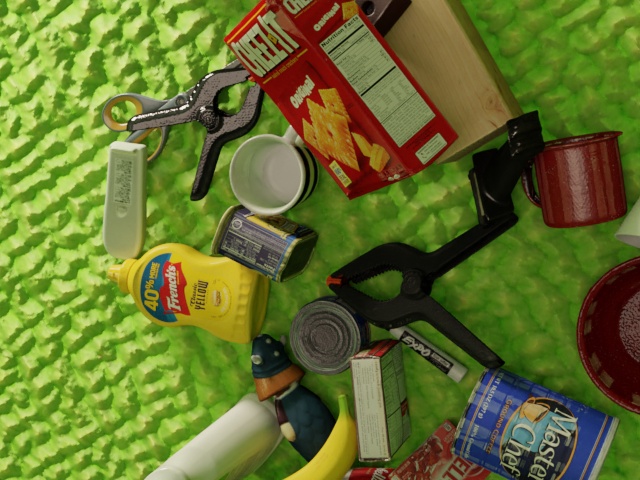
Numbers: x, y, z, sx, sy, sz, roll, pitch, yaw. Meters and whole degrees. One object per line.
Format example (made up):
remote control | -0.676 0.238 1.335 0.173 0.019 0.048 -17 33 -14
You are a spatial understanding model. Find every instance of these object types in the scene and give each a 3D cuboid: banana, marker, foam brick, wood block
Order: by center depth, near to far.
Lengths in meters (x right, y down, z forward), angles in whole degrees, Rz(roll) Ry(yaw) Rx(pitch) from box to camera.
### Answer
foam brick | 0.037 -0.235 1.025 0.078 0.051 0.053 42 109 11
wood block | 0.115 -0.189 1.079 0.091 0.090 0.206 -31 86 20
banana | -0.025 0.252 1.142 0.198 0.037 0.070 -41 71 5
marker | 0.105 0.111 1.152 0.121 0.020 0.020 35 106 13

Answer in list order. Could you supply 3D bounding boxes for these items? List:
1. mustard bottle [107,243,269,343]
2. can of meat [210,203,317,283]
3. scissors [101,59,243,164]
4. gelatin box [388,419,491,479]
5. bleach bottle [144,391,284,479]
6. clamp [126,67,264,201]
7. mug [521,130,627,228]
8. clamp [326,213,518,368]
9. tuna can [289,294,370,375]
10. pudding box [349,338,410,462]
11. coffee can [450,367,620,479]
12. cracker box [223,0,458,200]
mustard bottle | -0.156 0.053 1.220 0.192 0.058 0.096 10 98 19
can of meat | -0.058 0.001 1.156 0.084 0.102 0.057 26 105 13
scissors | -0.175 -0.168 1.224 0.096 0.016 0.202 45 109 5
gelatin box | 0.129 0.245 1.127 0.089 0.030 0.073 -39 77 -24
bleach bottle | -0.121 0.237 1.124 0.068 0.250 0.103 39 107 12
clamp | -0.133 -0.140 1.193 0.120 0.039 0.171 38 104 -11
mug | 0.246 -0.059 1.052 0.117 0.093 0.081 -2 101 49
clamp | 0.109 0.039 1.123 0.210 0.036 0.164 8 75 28
tuna can | 0.010 0.105 1.178 0.086 0.033 0.086 2 97 20
pudding box | 0.064 0.168 1.135 0.039 0.090 0.113 -6 94 20
coffee can | 0.216 0.198 1.076 0.140 0.102 0.103 23 103 16
cracker box | 0.013 -0.147 1.031 0.072 0.164 0.213 -43 99 -19
